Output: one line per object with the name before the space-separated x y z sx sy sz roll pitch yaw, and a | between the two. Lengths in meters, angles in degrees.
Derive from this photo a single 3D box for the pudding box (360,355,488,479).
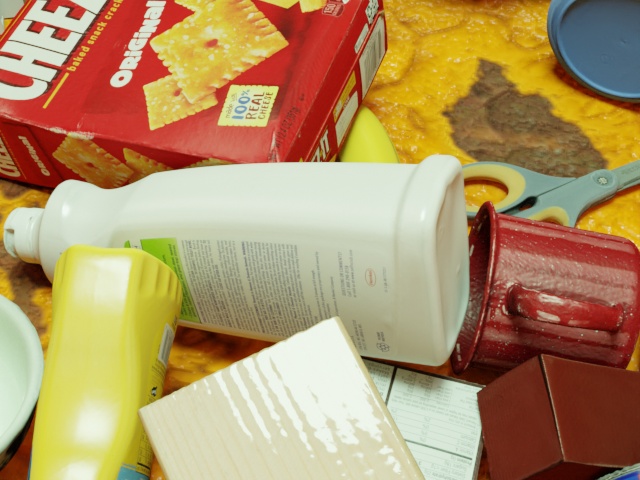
pudding box | 0.031 0.114 0.519 0.090 0.039 0.113 14 52 8

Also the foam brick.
foam brick | 0.122 0.092 0.510 0.078 0.051 0.053 13 57 -29

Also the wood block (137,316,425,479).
wood block | 0.015 0.148 0.420 0.090 0.090 0.206 -25 68 -8

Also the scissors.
scissors | 0.156 -0.041 0.670 0.201 0.016 0.096 -34 60 -28

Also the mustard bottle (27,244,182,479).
mustard bottle | -0.101 0.105 0.474 0.058 0.096 0.191 5 71 -1

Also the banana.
banana | 0.017 -0.037 0.649 0.069 0.037 0.198 -24 52 0

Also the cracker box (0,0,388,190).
cracker box | -0.086 -0.101 0.643 0.214 0.072 0.164 13 56 18

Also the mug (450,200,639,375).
mug | 0.118 0.032 0.549 0.081 0.117 0.093 10 89 -1

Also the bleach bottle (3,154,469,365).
bleach bottle | -0.054 0.001 0.548 0.251 0.102 0.068 6 36 21
